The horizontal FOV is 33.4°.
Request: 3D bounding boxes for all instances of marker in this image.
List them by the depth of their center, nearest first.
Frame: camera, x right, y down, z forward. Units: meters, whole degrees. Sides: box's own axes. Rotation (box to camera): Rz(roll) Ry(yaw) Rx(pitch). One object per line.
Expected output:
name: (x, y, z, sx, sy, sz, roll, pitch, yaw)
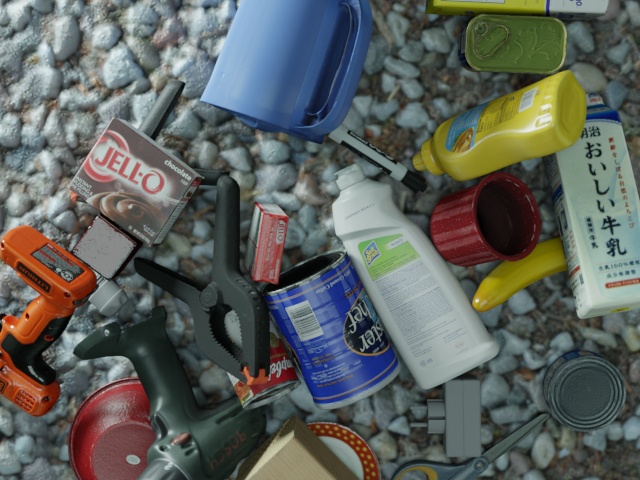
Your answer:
marker: (0.064, -0.088, 1.158, 0.121, 0.020, 0.020, 33, 96, -4)

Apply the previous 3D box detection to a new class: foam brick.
foam brick: (-0.225, 0.005, 1.140, 0.053, 0.078, 0.051, 37, 93, -5)

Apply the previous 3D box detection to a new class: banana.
banana: (0.253, 0.029, 1.150, 0.197, 0.069, 0.037, -11, 138, -4)

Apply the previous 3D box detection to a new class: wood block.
wood block: (0.011, 0.300, 1.150, 0.091, 0.090, 0.206, -44, 95, 5)

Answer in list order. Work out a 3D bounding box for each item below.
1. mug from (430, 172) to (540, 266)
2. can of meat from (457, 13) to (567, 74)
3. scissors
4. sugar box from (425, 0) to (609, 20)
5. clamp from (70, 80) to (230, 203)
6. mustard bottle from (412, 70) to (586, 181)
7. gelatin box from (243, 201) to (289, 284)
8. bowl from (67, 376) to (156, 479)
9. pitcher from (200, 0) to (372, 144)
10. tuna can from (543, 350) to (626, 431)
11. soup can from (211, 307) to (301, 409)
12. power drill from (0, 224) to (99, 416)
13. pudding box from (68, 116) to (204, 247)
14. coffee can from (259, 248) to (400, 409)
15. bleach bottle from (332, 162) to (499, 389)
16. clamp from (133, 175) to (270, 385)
mug: (0.180, -0.017, 1.128, 0.117, 0.082, 0.093, 1, 80, -33)
can of meat: (0.196, -0.202, 1.111, 0.102, 0.084, 0.057, 2, 97, -1)
scissors: (0.159, 0.245, 1.201, 0.096, 0.016, 0.202, 38, 95, -4)
sugar box: (0.201, -0.253, 1.100, 0.176, 0.093, 0.048, 5, 98, 0)
clamp: (-0.194, -0.095, 1.148, 0.171, 0.039, 0.120, -18, 87, 3)
mustard bottle: (0.175, -0.107, 1.100, 0.192, 0.096, 0.058, -18, 125, 39)
gelatin box: (-0.057, 0.001, 1.133, 0.030, 0.089, 0.073, 8, 98, -12)
bowl: (-0.205, 0.236, 1.181, 0.162, 0.055, 0.162, 0, 97, -1)
pitcher: (-0.015, -0.225, 1.082, 0.149, 0.145, 0.243, 20, 94, 1)
tuna can: (0.291, 0.166, 1.182, 0.086, 0.034, 0.086, 0, 97, 0)
soup can: (-0.072, 0.121, 1.144, 0.068, 0.068, 0.102, -26, 74, 3)
power drill: (-0.332, 0.077, 1.135, 0.184, 0.057, 0.188, 34, 119, 1)
pudding box: (-0.191, -0.061, 1.109, 0.113, 0.039, 0.090, 35, 98, 6)
coffee can: (0.011, 0.093, 1.134, 0.103, 0.103, 0.140, -25, 100, 3)
bleach bottle: (0.092, 0.029, 1.152, 0.102, 0.068, 0.251, -27, 94, 5)
clamp: (-0.114, 0.060, 1.109, 0.165, 0.036, 0.210, -33, 70, 32)
